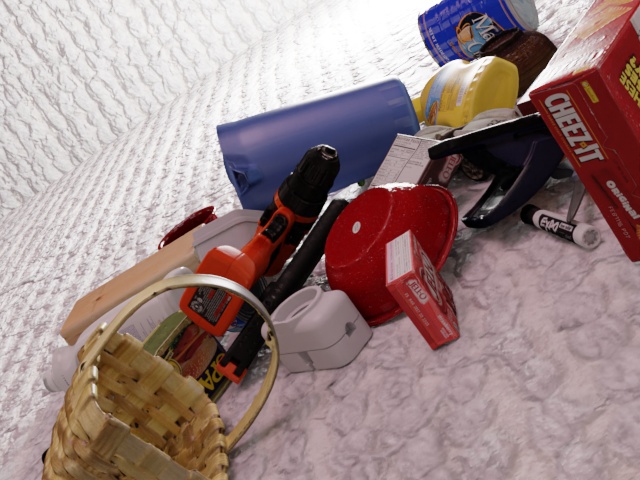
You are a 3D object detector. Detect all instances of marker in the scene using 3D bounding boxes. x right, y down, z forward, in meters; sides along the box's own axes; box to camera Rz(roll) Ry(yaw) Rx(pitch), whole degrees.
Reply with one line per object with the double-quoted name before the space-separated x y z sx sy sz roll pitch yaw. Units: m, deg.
"marker" 0.205 -0.014 0.926 0.020 0.020 0.121 -37 18 -5

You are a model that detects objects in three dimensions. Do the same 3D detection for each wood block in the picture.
"wood block" -0.208 0.078 1.328 0.206 0.090 0.090 -30 20 16

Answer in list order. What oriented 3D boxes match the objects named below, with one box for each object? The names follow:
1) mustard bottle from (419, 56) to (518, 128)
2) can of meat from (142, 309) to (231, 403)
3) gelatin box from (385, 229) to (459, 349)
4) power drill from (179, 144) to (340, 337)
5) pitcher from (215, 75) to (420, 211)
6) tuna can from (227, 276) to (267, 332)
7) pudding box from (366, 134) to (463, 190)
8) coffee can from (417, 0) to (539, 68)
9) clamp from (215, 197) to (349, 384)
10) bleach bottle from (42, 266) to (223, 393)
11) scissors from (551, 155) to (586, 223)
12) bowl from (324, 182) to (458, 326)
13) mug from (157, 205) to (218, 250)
"mustard bottle" 0.169 -0.173 1.304 0.192 0.058 0.096 -158 84 -70
"can of meat" -0.142 0.130 1.086 0.058 0.084 0.102 -18 24 43
"gelatin box" 0.087 0.041 0.914 0.030 0.073 0.089 -31 18 14
"power drill" -0.057 0.001 1.088 0.187 0.057 0.185 -46 -11 -50
"pitcher" -0.001 -0.120 1.338 0.243 0.145 0.149 -19 55 2
"tuna can" -0.095 0.058 1.181 0.034 0.086 0.086 -27 20 31
"pudding box" 0.090 -0.055 1.133 0.113 0.039 0.090 -59 28 -5
"coffee can" 0.224 -0.315 1.518 0.141 0.102 0.102 -24 21 32
"clamp" -0.044 0.063 1.116 0.209 0.036 0.165 -56 -1 -25
"bleach bottle" -0.234 0.121 1.242 0.251 0.102 0.068 -24 16 29
"scissors" 0.227 -0.057 0.979 0.096 0.016 0.201 -23 17 45
"bowl" 0.055 0.001 1.025 0.162 0.055 0.162 -39 31 28
"mug" -0.145 0.012 1.392 0.117 0.081 0.093 -16 26 46
